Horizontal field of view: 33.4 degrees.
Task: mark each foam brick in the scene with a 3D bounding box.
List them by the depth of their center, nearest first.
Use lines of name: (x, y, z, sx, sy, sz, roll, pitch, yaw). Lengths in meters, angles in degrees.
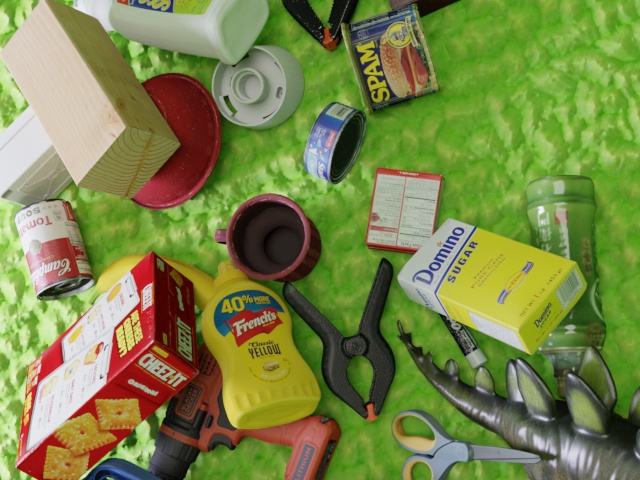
foam brick: (0.109, -0.281, 1.180, 0.078, 0.051, 0.053, -24, 76, 10)

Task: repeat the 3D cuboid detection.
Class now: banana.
banana: (-0.171, 0.054, 1.210, 0.198, 0.037, 0.070, 10, 102, 17)

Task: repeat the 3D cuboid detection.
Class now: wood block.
wood block: (-0.253, -0.156, 1.164, 0.091, 0.090, 0.206, -45, 63, 19)

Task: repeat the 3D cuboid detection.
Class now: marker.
marker: (0.137, 0.081, 1.132, 0.020, 0.020, 0.121, -33, 75, 7)

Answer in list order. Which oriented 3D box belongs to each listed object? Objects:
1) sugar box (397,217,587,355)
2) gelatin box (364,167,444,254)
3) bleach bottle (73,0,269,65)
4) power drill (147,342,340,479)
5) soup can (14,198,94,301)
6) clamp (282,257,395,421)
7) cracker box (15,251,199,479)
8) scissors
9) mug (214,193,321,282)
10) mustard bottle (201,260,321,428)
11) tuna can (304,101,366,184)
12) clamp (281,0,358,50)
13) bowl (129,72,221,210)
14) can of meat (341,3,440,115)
sugar box: (0.166, 0.040, 1.059, 0.093, 0.048, 0.176, -46, 39, -17)
gelatin box: (0.092, -0.031, 1.157, 0.073, 0.030, 0.089, 7, 83, 14)
bleach bottle: (-0.187, -0.260, 1.223, 0.251, 0.068, 0.102, 11, 54, 31)
power drill: (-0.086, 0.223, 1.147, 0.188, 0.057, 0.184, 22, 87, 17)
soup can: (-0.308, 0.010, 1.233, 0.068, 0.068, 0.102, -22, 76, 10)
clamp: (0.043, 0.103, 1.137, 0.120, 0.039, 0.171, -22, 91, 2)
cracker box: (-0.224, 0.138, 1.129, 0.214, 0.072, 0.164, -41, 30, 17)
scissors: (0.138, 0.225, 1.056, 0.202, 0.016, 0.096, 16, 106, 52)
mug: (-0.058, 0.001, 1.162, 0.117, 0.081, 0.093, 1, 82, 14)
mustard bottle: (-0.073, 0.101, 1.124, 0.096, 0.058, 0.192, -8, 54, -21)
tuna can: (0.016, -0.106, 1.159, 0.034, 0.086, 0.086, 23, 88, 18)
clamp: (-0.014, -0.320, 1.225, 0.165, 0.036, 0.210, -4, 81, 13)
bowl: (-0.193, -0.117, 1.210, 0.162, 0.055, 0.162, -4, 82, 30)
can of meat: (0.077, -0.197, 1.156, 0.084, 0.057, 0.102, -16, 115, 8)
